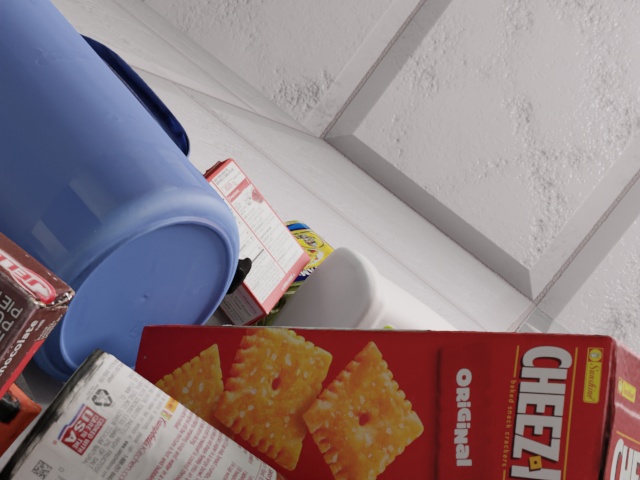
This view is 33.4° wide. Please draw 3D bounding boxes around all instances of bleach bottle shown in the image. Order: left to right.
[{"bbox_3d":[0.080,0.100,0.755,0.250,0.103,0.068,30,18,-37],"label":"bleach bottle"}]

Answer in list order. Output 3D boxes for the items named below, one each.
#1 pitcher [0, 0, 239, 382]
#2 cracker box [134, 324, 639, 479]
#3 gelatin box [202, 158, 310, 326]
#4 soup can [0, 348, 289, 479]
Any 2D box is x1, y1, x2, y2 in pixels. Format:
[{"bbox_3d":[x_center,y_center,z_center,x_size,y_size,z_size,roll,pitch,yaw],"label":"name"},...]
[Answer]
[{"bbox_3d":[-0.141,-0.046,0.530,0.243,0.149,0.145,44,-12,31],"label":"pitcher"},{"bbox_3d":[0.048,0.088,0.455,0.214,0.072,0.164,-1,-18,36],"label":"cracker box"},{"bbox_3d":[-0.054,0.001,0.671,0.089,0.030,0.073,52,34,-9],"label":"gelatin box"},{"bbox_3d":[-0.055,0.093,0.368,0.102,0.068,0.068,36,9,-3],"label":"soup can"}]
